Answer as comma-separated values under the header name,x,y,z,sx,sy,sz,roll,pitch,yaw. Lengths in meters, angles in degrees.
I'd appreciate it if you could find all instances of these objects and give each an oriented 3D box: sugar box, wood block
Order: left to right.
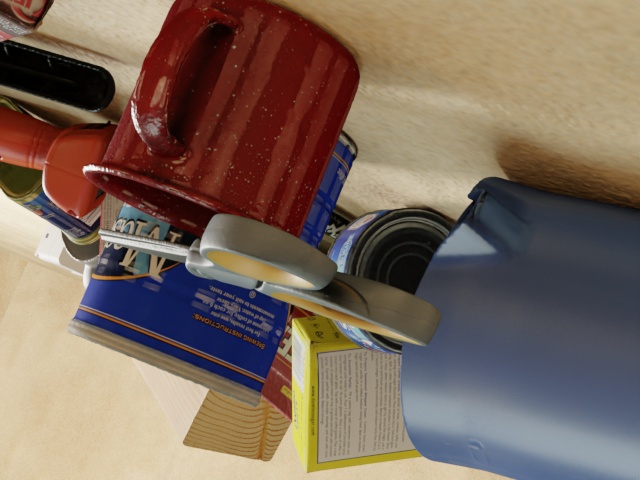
name,x,y,z,sx,sy,sz,roll,pitch,yaw
wood block,-0.100,0.090,0.926,0.090,0.091,0.206,20,-167,-35
sugar box,0.071,0.088,0.680,0.176,0.093,0.048,-5,-156,-15

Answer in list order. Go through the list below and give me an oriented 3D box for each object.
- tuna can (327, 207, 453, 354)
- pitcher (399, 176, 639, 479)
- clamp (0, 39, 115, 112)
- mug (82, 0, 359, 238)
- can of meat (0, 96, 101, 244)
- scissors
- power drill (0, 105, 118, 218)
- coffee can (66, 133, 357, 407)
name,x,y,z,sx,sy,sz,roll,pitch,yaw
tuna can,0.047,0.024,0.617,0.086,0.086,0.034,25,169,-19
pitcher,0.167,0.064,0.438,0.243,0.145,0.149,13,-172,31
clamp,-0.217,-0.111,0.585,0.164,0.036,0.210,17,-179,-35
mug,-0.038,-0.048,0.411,0.093,0.081,0.117,18,170,22
can of meat,-0.208,-0.053,0.798,0.102,0.057,0.083,40,178,30
scissors,-0.048,0.003,0.413,0.202,0.016,0.096,15,167,35
power drill,-0.222,-0.070,0.651,0.187,0.057,0.184,19,-170,-5
coffee can,-0.054,0.001,0.544,0.103,0.140,0.103,21,171,3
